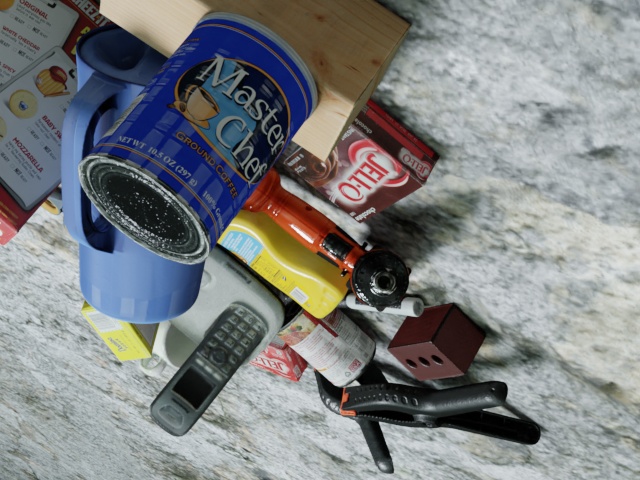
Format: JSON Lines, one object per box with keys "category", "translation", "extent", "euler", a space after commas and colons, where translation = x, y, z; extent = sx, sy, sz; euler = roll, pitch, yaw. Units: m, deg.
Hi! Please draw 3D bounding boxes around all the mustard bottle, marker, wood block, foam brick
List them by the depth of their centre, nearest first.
{"category": "wood block", "translation": [-0.051, -0.165, 0.788], "extent": [0.206, 0.090, 0.091], "euler": [33, 152, 1]}
{"category": "foam brick", "translation": [0.115, 0.102, 1.067], "extent": [0.053, 0.051, 0.078], "euler": [43, 151, -15]}
{"category": "mustard bottle", "translation": [-0.057, 0.001, 1.085], "extent": [0.191, 0.058, 0.096], "euler": [36, 160, -3]}
{"category": "marker", "translation": [0.055, 0.065, 1.107], "extent": [0.121, 0.020, 0.020], "euler": [3, 139, 45]}

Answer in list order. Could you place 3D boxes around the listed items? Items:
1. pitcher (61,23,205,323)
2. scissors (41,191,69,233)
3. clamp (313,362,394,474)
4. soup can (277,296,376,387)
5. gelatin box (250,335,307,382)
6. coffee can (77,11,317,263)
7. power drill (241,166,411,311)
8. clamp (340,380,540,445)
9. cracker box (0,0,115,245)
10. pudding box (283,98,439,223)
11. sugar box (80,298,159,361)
{"category": "pitcher", "translation": [-0.151, -0.049, 0.899], "extent": [0.145, 0.149, 0.243], "euler": [-119, 33, -53]}
{"category": "scissors", "translation": [-0.317, -0.057, 1.308], "extent": [0.096, 0.016, 0.202], "euler": [35, 156, 7]}
{"category": "clamp", "translation": [0.052, 0.188, 1.206], "extent": [0.172, 0.120, 0.039], "euler": [25, 134, 24]}
{"category": "soup can", "translation": [0.004, 0.105, 1.174], "extent": [0.102, 0.068, 0.069], "euler": [42, 151, -16]}
{"category": "gelatin box", "translation": [-0.066, 0.135, 1.336], "extent": [0.089, 0.030, 0.073], "euler": [18, 148, 29]}
{"category": "coffee can", "translation": [-0.080, -0.070, 0.720], "extent": [0.103, 0.140, 0.103], "euler": [26, 152, 15]}
{"category": "power drill", "translation": [-0.002, -0.005, 0.959], "extent": [0.187, 0.057, 0.184], "euler": [38, 178, 1]}
{"category": "clamp", "translation": [0.124, 0.180, 1.126], "extent": [0.210, 0.036, 0.164], "euler": [-3, 153, 31]}
{"category": "cracker box", "translation": [-0.271, -0.129, 0.947], "extent": [0.164, 0.213, 0.072], "euler": [42, 153, -14]}
{"category": "pudding box", "translation": [0.033, -0.068, 0.901], "extent": [0.090, 0.039, 0.114], "euler": [39, 153, -11]}
{"category": "sugar box", "translation": [-0.204, 0.034, 1.172], "extent": [0.048, 0.176, 0.093], "euler": [-10, 134, 17]}
